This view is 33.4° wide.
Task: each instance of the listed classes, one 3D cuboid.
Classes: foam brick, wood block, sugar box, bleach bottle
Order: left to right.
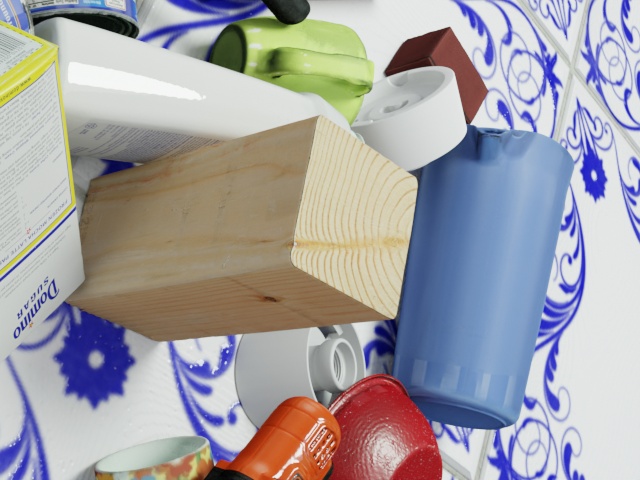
[{"bbox_3d":[-0.176,-0.018,0.571,0.093,0.048,0.176,-51,160,-40],"label":"sugar box"},{"bbox_3d":[-0.078,-0.077,0.695,0.250,0.103,0.068,9,75,-40],"label":"bleach bottle"},{"bbox_3d":[-0.054,0.001,0.647,0.090,0.207,0.090,30,62,-41],"label":"wood block"},{"bbox_3d":[0.105,-0.143,0.960,0.078,0.053,0.051,53,49,-27],"label":"foam brick"}]

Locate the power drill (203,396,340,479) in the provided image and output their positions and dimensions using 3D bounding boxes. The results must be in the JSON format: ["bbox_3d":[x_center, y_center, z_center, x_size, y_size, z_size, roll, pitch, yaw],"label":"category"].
[{"bbox_3d":[-0.028,0.217,0.656,0.184,0.057,0.187,-48,132,-31],"label":"power drill"}]

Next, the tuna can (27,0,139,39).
[{"bbox_3d":[-0.156,-0.141,0.655,0.085,0.086,0.034,-1,82,-47],"label":"tuna can"}]

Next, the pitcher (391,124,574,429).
[{"bbox_3d":[0.135,0.035,0.916,0.149,0.145,0.243,24,69,-29],"label":"pitcher"}]

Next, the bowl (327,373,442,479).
[{"bbox_3d":[0.043,0.183,0.788,0.161,0.055,0.162,-27,126,-45],"label":"bowl"}]
